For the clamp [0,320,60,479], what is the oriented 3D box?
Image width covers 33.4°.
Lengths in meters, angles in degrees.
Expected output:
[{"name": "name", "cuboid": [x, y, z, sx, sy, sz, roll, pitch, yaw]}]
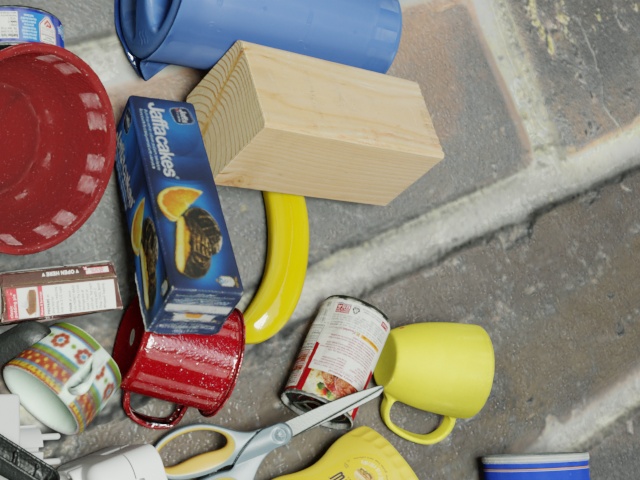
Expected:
[{"name": "clamp", "cuboid": [-0.257, 0.104, 0.733, 0.171, 0.039, 0.120, 9, 96, 3]}]

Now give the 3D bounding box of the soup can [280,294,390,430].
[{"name": "soup can", "cuboid": [0.015, 0.108, 0.953, 0.068, 0.069, 0.102, 36, 62, -22]}]

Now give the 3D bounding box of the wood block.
[{"name": "wood block", "cuboid": [-0.002, -0.099, 0.945, 0.205, 0.091, 0.090, 5, 58, -40]}]

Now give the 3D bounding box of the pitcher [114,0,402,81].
[{"name": "pitcher", "cuboid": [-0.046, -0.213, 0.943, 0.242, 0.149, 0.145, 6, 68, -36]}]

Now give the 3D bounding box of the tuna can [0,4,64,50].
[{"name": "tuna can", "cuboid": [-0.242, -0.152, 0.830, 0.085, 0.086, 0.034, 0, 78, -33]}]

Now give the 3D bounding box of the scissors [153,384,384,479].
[{"name": "scissors", "cuboid": [-0.039, 0.181, 0.885, 0.201, 0.016, 0.096, -7, 87, -9]}]

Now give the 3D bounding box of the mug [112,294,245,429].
[{"name": "mug", "cuboid": [-0.121, 0.099, 0.862, 0.081, 0.093, 0.117, 18, 106, -24]}]

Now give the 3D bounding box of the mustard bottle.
[{"name": "mustard bottle", "cuboid": [-0.009, 0.238, 0.901, 0.191, 0.058, 0.096, -25, 59, -28]}]

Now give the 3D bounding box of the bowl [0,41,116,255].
[{"name": "bowl", "cuboid": [-0.234, -0.073, 0.814, 0.161, 0.055, 0.162, -24, 121, -47]}]

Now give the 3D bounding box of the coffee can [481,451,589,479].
[{"name": "coffee can", "cuboid": [0.211, 0.276, 1.023, 0.102, 0.103, 0.140, 4, 78, -33]}]

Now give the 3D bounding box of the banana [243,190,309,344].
[{"name": "banana", "cuboid": [-0.042, 0.011, 0.955, 0.069, 0.037, 0.197, 24, 68, -27]}]

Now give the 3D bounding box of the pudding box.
[{"name": "pudding box", "cuboid": [-0.211, 0.042, 0.792, 0.089, 0.114, 0.039, -6, 85, -33]}]
